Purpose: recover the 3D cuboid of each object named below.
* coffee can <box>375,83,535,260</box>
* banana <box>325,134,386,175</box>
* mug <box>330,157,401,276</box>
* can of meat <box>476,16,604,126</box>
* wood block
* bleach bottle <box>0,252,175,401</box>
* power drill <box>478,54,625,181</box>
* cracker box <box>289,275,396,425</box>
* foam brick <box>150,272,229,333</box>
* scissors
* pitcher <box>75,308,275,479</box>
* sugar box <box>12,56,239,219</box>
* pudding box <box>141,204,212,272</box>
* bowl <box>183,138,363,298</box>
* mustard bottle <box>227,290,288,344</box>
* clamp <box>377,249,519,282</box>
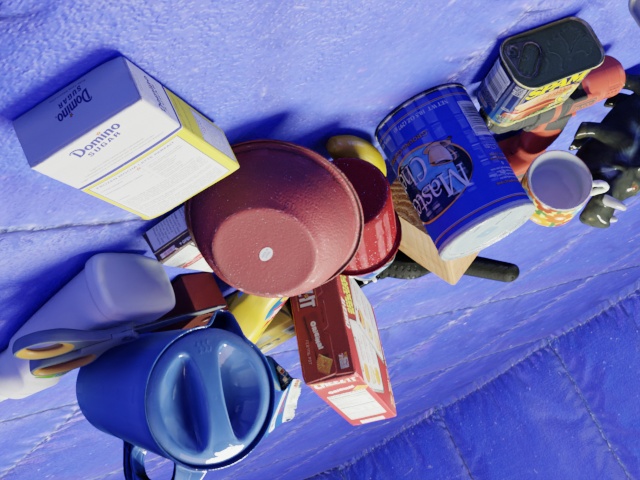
[{"bbox_3d":[0.130,-0.066,1.037,0.102,0.140,0.103,-25,163,-8],"label":"coffee can"},{"bbox_3d":[0.035,-0.063,1.081,0.069,0.037,0.198,-23,163,-11],"label":"banana"},{"bbox_3d":[0.018,-0.019,0.999,0.117,0.093,0.081,-30,153,-8],"label":"mug"},{"bbox_3d":[0.207,-0.160,1.024,0.102,0.057,0.084,-22,165,-19],"label":"can of meat"},{"bbox_3d":[0.138,-0.027,1.211,0.091,0.090,0.206,-53,164,-6],"label":"wood block"},{"bbox_3d":[-0.263,0.099,1.073,0.251,0.068,0.102,-34,160,30],"label":"bleach bottle"},{"bbox_3d":[0.222,-0.120,1.163,0.184,0.057,0.188,-19,162,-25],"label":"power drill"},{"bbox_3d":[0.026,0.129,1.352,0.072,0.164,0.213,-16,154,11],"label":"cracker box"},{"bbox_3d":[-0.151,0.077,1.192,0.078,0.051,0.052,-39,160,34],"label":"foam brick"},{"bbox_3d":[-0.194,0.083,0.977,0.202,0.016,0.096,-23,154,20],"label":"scissors"},{"bbox_3d":[-0.161,0.162,1.069,0.149,0.145,0.243,-34,-167,-29],"label":"pitcher"},{"bbox_3d":[-0.137,-0.070,0.785,0.093,0.048,0.176,-30,160,9],"label":"sugar box"},{"bbox_3d":[-0.103,-0.010,1.027,0.090,0.039,0.113,-35,165,15],"label":"pudding box"},{"bbox_3d":[-0.045,-0.005,0.926,0.162,0.162,0.055,-36,-157,28],"label":"bowl"},{"bbox_3d":[-0.066,0.063,1.216,0.192,0.058,0.096,-54,177,21],"label":"mustard bottle"},{"bbox_3d":[0.136,0.020,1.355,0.209,0.165,0.036,-9,119,-28],"label":"clamp"}]
